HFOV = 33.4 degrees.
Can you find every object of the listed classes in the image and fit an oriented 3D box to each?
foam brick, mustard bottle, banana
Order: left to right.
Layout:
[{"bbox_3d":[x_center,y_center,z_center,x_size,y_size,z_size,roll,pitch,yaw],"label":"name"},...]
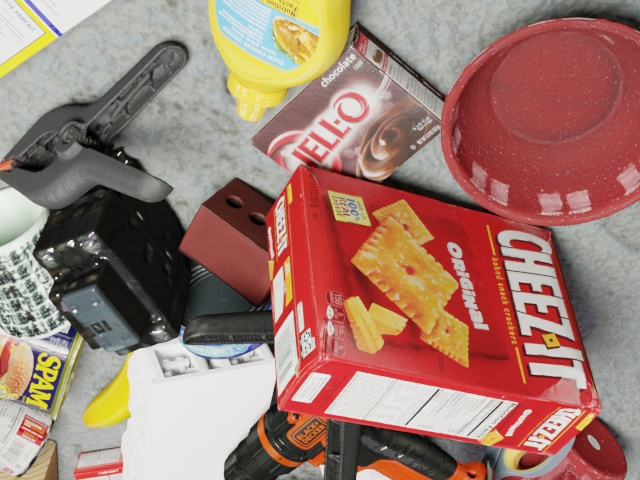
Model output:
[{"bbox_3d":[-0.163,0.102,0.922,0.070,0.037,0.198,24,128,10],"label":"banana"},{"bbox_3d":[-0.055,0.001,0.799,0.078,0.052,0.051,35,128,8],"label":"foam brick"},{"bbox_3d":[-0.023,-0.156,0.674,0.096,0.058,0.192,32,130,14],"label":"mustard bottle"}]

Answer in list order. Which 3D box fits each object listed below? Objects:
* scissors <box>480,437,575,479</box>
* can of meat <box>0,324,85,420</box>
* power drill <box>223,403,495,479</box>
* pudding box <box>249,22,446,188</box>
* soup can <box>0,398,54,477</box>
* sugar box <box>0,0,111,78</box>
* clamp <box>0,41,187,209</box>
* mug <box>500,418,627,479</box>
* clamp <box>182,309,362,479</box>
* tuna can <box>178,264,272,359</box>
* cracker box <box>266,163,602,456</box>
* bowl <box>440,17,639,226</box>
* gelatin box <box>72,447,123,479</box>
[{"bbox_3d":[0.140,0.187,0.927,0.016,0.096,0.202,20,138,-31],"label":"scissors"},{"bbox_3d":[-0.250,0.096,0.911,0.084,0.057,0.102,20,128,-7],"label":"can of meat"},{"bbox_3d":[0.033,0.189,0.870,0.187,0.057,0.185,36,125,-14],"label":"power drill"},{"bbox_3d":[0.020,-0.083,0.748,0.090,0.039,0.114,36,124,-21],"label":"pudding box"},{"bbox_3d":[-0.300,0.162,0.961,0.102,0.068,0.069,34,124,-20],"label":"soup can"},{"bbox_3d":[-0.215,-0.165,0.704,0.176,0.048,0.093,-28,121,21],"label":"sugar box"},{"bbox_3d":[-0.160,-0.076,0.753,0.172,0.120,0.039,-4,149,33],"label":"clamp"},{"bbox_3d":[0.203,0.200,0.912,0.093,0.117,0.082,43,120,9],"label":"mug"},{"bbox_3d":[0.019,0.081,0.776,0.164,0.209,0.036,56,142,-1],"label":"clamp"},{"bbox_3d":[-0.075,0.053,0.838,0.086,0.086,0.034,-4,130,9],"label":"tuna can"},{"bbox_3d":[0.074,0.048,0.738,0.213,0.164,0.072,13,137,-21],"label":"cracker box"},{"bbox_3d":[0.161,-0.088,0.718,0.162,0.055,0.162,3,129,4],"label":"bowl"},{"bbox_3d":[-0.187,0.239,1.036,0.073,0.030,0.089,-11,127,13],"label":"gelatin box"}]
